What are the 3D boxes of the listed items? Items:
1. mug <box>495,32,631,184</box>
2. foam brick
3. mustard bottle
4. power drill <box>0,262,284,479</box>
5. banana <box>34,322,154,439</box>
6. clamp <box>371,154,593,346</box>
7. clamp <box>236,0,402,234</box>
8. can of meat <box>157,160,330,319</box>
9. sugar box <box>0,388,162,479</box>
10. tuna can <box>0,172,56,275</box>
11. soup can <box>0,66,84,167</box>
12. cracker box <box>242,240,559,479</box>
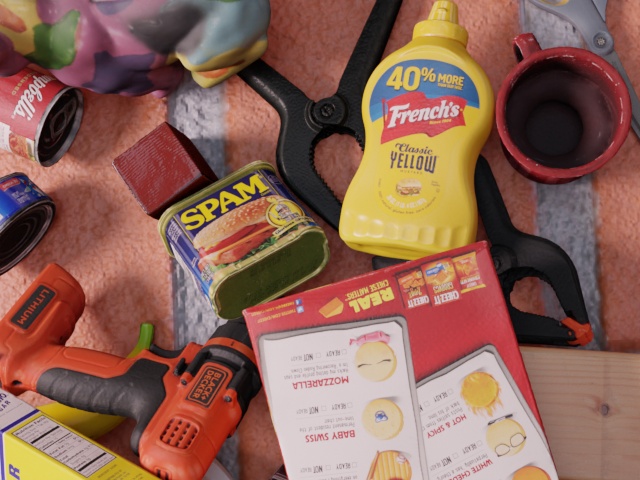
[{"bbox_3d":[0.168,-0.096,0.781,0.093,0.081,0.117,-26,82,4],"label":"mug"},{"bbox_3d":[-0.116,-0.050,0.815,0.053,0.078,0.051,-36,83,2],"label":"foam brick"},{"bbox_3d":[0.076,-0.083,0.776,0.096,0.058,0.191,8,79,16],"label":"mustard bottle"},{"bbox_3d":[-0.132,0.079,0.779,0.188,0.057,0.184,17,43,14],"label":"power drill"},{"bbox_3d":[-0.207,0.128,0.806,0.197,0.037,0.070,-20,70,-21],"label":"banana"},{"bbox_3d":[0.120,0.025,0.781,0.120,0.039,0.172,-45,59,10],"label":"clamp"},{"bbox_3d":[0.014,-0.104,0.825,0.164,0.036,0.210,-21,81,3],"label":"clamp"},{"bbox_3d":[-0.055,0.001,0.787,0.102,0.057,0.084,-29,52,-14],"label":"can of meat"},{"bbox_3d":[-0.172,0.177,0.717,0.176,0.048,0.093,22,115,19],"label":"sugar box"},{"bbox_3d":[-0.246,-0.010,0.824,0.034,0.086,0.086,41,90,8],"label":"tuna can"},{"bbox_3d":[-0.248,-0.108,0.842,0.102,0.068,0.068,24,88,9],"label":"soup can"},{"bbox_3d":[0.058,0.125,0.687,0.164,0.072,0.214,-17,82,5],"label":"cracker box"}]
